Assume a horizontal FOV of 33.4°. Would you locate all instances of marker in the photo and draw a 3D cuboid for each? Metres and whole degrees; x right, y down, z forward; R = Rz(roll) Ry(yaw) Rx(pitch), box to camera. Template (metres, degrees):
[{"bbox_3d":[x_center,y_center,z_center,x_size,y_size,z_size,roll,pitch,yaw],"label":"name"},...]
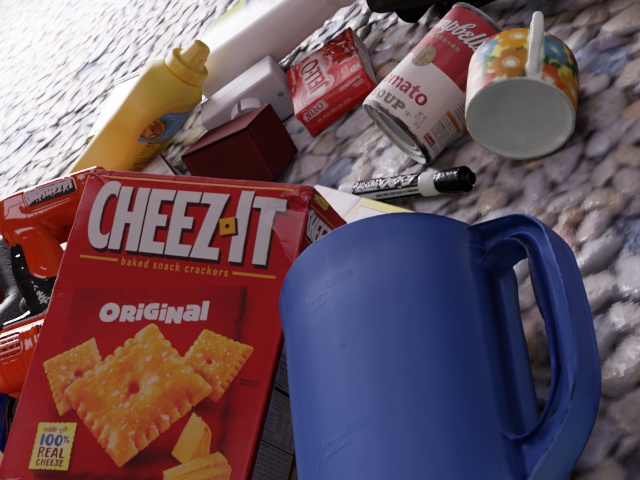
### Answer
[{"bbox_3d":[0.061,-0.039,0.769,0.121,0.020,0.020,-6,47,46],"label":"marker"}]

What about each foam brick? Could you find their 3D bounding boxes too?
[{"bbox_3d":[-0.069,-0.075,0.920,0.078,0.051,0.053,-20,21,34],"label":"foam brick"}]

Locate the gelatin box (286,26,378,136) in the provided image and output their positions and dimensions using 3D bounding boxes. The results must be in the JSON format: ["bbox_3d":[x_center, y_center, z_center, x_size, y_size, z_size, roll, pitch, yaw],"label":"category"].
[{"bbox_3d":[0.009,-0.142,0.942,0.073,0.030,0.089,-33,32,17],"label":"gelatin box"}]

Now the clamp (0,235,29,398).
[{"bbox_3d":[-0.249,0.058,0.914,0.120,0.039,0.171,11,38,4],"label":"clamp"}]

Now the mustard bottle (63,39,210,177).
[{"bbox_3d":[-0.166,-0.114,1.019,0.192,0.058,0.096,-48,-9,25],"label":"mustard bottle"}]

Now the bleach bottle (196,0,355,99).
[{"bbox_3d":[-0.023,-0.222,0.997,0.251,0.068,0.102,-30,30,40],"label":"bleach bottle"}]

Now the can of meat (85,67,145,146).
[{"bbox_3d":[-0.193,-0.132,1.136,0.102,0.057,0.084,-13,45,41],"label":"can of meat"}]

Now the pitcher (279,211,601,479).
[{"bbox_3d":[0.056,0.104,0.502,0.145,0.149,0.243,-3,42,-2],"label":"pitcher"}]

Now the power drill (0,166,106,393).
[{"bbox_3d":[-0.187,0.024,0.865,0.184,0.057,0.188,-18,46,-4],"label":"power drill"}]

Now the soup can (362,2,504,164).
[{"bbox_3d":[0.089,-0.114,0.783,0.102,0.068,0.069,-46,31,-4],"label":"soup can"}]

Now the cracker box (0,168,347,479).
[{"bbox_3d":[-0.089,0.068,0.655,0.164,0.072,0.213,6,72,22],"label":"cracker box"}]
